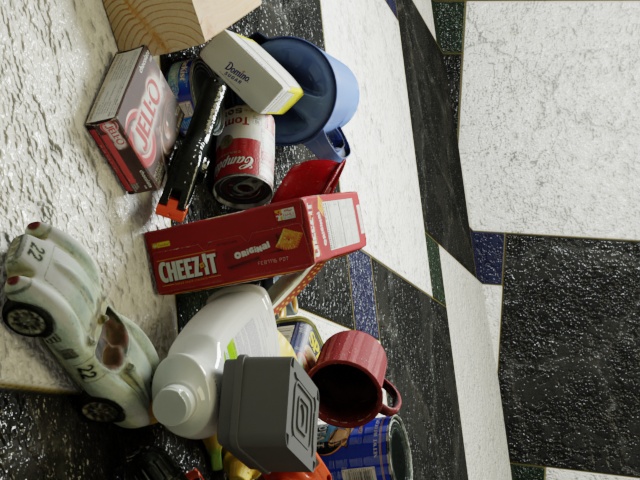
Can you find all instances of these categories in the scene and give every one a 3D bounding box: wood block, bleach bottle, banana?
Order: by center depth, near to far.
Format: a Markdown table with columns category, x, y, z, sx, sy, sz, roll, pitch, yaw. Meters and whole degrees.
| category | x | y | z | sx | sy | sz | roll | pitch | yaw |
| --- | --- | --- | --- | --- | --- | --- | --- | --- | --- |
| bleach bottle | -0.096 | 0.107 | 0.941 | 0.250 | 0.068 | 0.102 | -31 | 110 | -78 |
| banana | -0.124 | 0.161 | 0.995 | 0.197 | 0.037 | 0.069 | 51 | 31 | -59 |
| wood block | -0.139 | -0.257 | 1.096 | 0.206 | 0.090 | 0.091 | -61 | 138 | -64 |

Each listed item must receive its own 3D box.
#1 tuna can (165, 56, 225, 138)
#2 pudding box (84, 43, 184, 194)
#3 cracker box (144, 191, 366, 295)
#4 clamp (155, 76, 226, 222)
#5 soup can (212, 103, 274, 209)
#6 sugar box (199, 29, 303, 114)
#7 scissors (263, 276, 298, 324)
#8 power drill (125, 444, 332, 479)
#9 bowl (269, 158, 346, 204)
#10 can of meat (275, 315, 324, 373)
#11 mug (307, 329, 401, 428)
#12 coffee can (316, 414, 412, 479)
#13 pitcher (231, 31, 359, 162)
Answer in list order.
| category | x | y | z | sx | sy | sz | roll | pitch | yaw |
| --- | --- | --- | --- | --- | --- | --- | --- | --- | --- |
| tuna can | -0.135 | -0.152 | 1.148 | 0.086 | 0.034 | 0.086 | -10 | 90 | -73 |
| pudding box | -0.171 | -0.113 | 0.995 | 0.113 | 0.039 | 0.090 | -83 | 157 | -44 |
| cracker box | -0.057 | 0.001 | 1.090 | 0.213 | 0.164 | 0.072 | -16 | 94 | -74 |
| clamp | -0.125 | -0.084 | 1.042 | 0.171 | 0.039 | 0.120 | -85 | -174 | -60 |
| soup can | -0.086 | -0.096 | 1.217 | 0.068 | 0.069 | 0.102 | 56 | 28 | -54 |
| sugar box | -0.074 | -0.185 | 1.194 | 0.093 | 0.048 | 0.176 | 44 | 11 | 1 |
| scissors | -0.066 | 0.020 | 1.308 | 0.096 | 0.016 | 0.201 | -75 | 150 | -54 |
| power drill | -0.076 | 0.222 | 0.944 | 0.184 | 0.057 | 0.187 | 58 | 35 | -8 |
| bowl | -0.029 | -0.037 | 1.270 | 0.162 | 0.055 | 0.162 | -62 | 178 | -5 |
| can of meat | -0.029 | 0.156 | 1.285 | 0.084 | 0.057 | 0.102 | -74 | 149 | -50 |
| mug | 0.043 | 0.163 | 1.241 | 0.093 | 0.117 | 0.081 | -60 | -177 | 28 |
| coffee can | 0.028 | 0.265 | 1.262 | 0.102 | 0.140 | 0.103 | -10 | 90 | -73 |
| pitcher | -0.015 | -0.184 | 1.400 | 0.242 | 0.145 | 0.149 | -26 | 127 | -76 |
